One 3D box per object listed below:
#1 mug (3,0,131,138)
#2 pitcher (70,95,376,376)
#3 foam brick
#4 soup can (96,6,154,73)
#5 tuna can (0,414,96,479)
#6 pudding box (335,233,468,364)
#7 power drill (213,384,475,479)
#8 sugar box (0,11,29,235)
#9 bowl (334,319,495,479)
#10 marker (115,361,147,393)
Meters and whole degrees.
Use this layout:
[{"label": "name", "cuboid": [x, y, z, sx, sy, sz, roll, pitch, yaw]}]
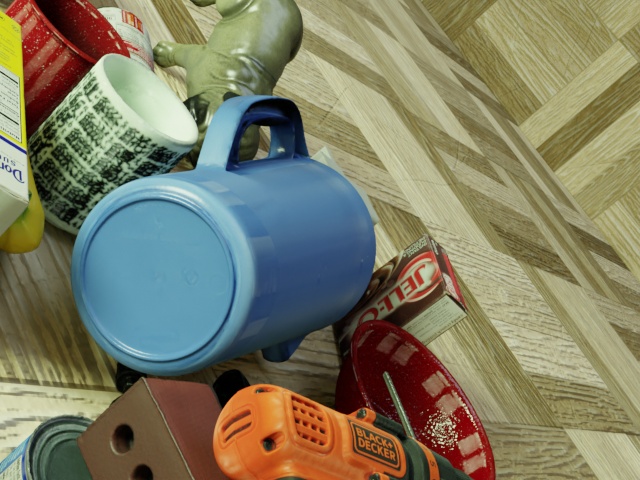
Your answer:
[{"label": "mug", "cuboid": [-0.186, -0.116, 0.746, 0.117, 0.082, 0.093, 49, 19, 2]}, {"label": "pitcher", "cuboid": [-0.054, 0.001, 0.673, 0.149, 0.145, 0.242, 51, 14, 7]}, {"label": "foam brick", "cuboid": [-0.067, 0.111, 0.497, 0.051, 0.053, 0.078, 18, 34, -56]}, {"label": "soup can", "cuboid": [-0.166, -0.136, 0.851, 0.068, 0.069, 0.102, 36, 22, -32]}, {"label": "tuna can", "cuboid": [-0.113, 0.127, 0.503, 0.086, 0.034, 0.086, 42, 20, -19]}, {"label": "pudding box", "cuboid": [0.066, 0.059, 0.911, 0.039, 0.114, 0.090, 41, 20, -26]}, {"label": "power drill", "cuboid": [0.035, 0.166, 0.468, 0.184, 0.057, 0.187, 29, 34, -37]}, {"label": "sugar box", "cuboid": [-0.201, -0.052, 0.571, 0.048, 0.093, 0.176, 32, 25, -39]}, {"label": "bowl", "cuboid": [0.062, 0.141, 0.816, 0.162, 0.055, 0.162, 39, 27, -24]}, {"label": "marker", "cuboid": [-0.117, 0.052, 0.664, 0.020, 0.020, 0.121, 38, 21, -28]}]
